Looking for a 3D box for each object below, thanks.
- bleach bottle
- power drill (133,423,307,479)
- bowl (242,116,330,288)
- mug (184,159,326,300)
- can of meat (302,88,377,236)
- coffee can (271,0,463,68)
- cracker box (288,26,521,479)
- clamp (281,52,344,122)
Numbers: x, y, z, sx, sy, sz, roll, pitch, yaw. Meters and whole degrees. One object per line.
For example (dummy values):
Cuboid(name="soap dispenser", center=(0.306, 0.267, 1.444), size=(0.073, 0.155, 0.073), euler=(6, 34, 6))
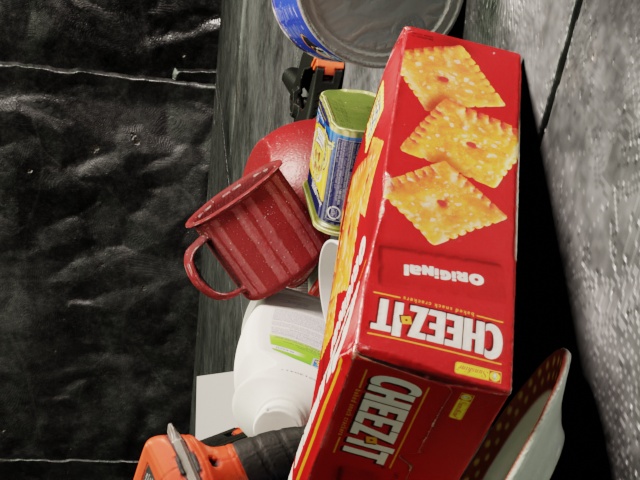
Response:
Cuboid(name="bleach bottle", center=(-0.025, 0.096, 0.780), size=(0.250, 0.102, 0.068), euler=(-61, -13, -80))
Cuboid(name="power drill", center=(-0.019, 0.148, 0.630), size=(0.057, 0.187, 0.185), euler=(57, 144, 33))
Cuboid(name="bowl", center=(-0.035, -0.041, 0.953), size=(0.162, 0.055, 0.162), euler=(-169, 90, -70))
Cuboid(name="mug", center=(-0.056, 0.001, 0.851), size=(0.081, 0.117, 0.093), euler=(56, 153, -12))
Cuboid(name="can of meat", center=(0.023, -0.062, 0.822), size=(0.102, 0.057, 0.084), euler=(-106, 22, -62))
Cuboid(name="coffee can", center=(0.025, -0.166, 0.693), size=(0.140, 0.102, 0.103), euler=(-130, 43, -76))
Cuboid(name="cracker box", center=(0.040, 0.026, 0.523), size=(0.164, 0.072, 0.213), euler=(105, 178, -47))
Cuboid(name="clamp", center=(-0.014, -0.148, 1.105), size=(0.210, 0.036, 0.164), euler=(117, 153, -63))
